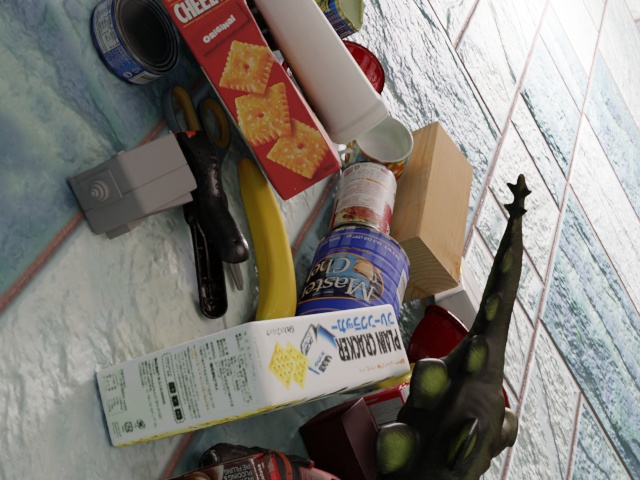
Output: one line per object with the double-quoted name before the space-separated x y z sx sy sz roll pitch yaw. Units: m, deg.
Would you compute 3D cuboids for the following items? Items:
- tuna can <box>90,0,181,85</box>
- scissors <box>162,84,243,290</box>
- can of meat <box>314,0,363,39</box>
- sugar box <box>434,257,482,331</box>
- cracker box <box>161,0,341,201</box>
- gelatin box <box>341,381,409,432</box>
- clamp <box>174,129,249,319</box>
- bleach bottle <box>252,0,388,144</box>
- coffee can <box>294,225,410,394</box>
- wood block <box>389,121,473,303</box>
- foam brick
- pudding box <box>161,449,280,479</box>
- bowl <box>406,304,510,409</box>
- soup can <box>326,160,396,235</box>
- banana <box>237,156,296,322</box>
"tuna can" -0.168 -0.185 0.970 0.086 0.034 0.086 35 45 -44
"scissors" -0.095 -0.058 1.029 0.096 0.016 0.202 -33 101 -59
"can of meat" 0.002 -0.272 1.244 0.057 0.084 0.102 37 43 -42
"sugar box" 0.172 0.080 1.294 0.093 0.048 0.176 62 13 -11
"cracker box" -0.068 -0.158 1.010 0.213 0.072 0.164 60 1 -17
"gelatin box" 0.070 0.196 1.084 0.030 0.073 0.089 -22 91 -60
"clamp" -0.097 -0.028 0.929 0.039 0.120 0.171 -7 72 -26
"bleach bottle" -0.027 -0.219 1.057 0.250 0.068 0.103 57 -1 -21
"coffee can" 0.028 0.068 1.065 0.102 0.103 0.140 53 34 -26
"wood block" 0.116 -0.035 1.280 0.090 0.090 0.206 49 37 -31
"foam brick" 0.024 0.201 1.030 0.052 0.051 0.078 -24 93 -59
"pudding box" -0.076 0.214 0.801 0.039 0.114 0.090 -4 76 -62
"bowl" 0.144 0.154 1.200 0.162 0.055 0.162 55 -14 21
"soup can" 0.047 -0.031 1.188 0.068 0.069 0.102 48 36 -32
"banana" -0.050 0.013 1.025 0.069 0.037 0.198 55 23 -56
